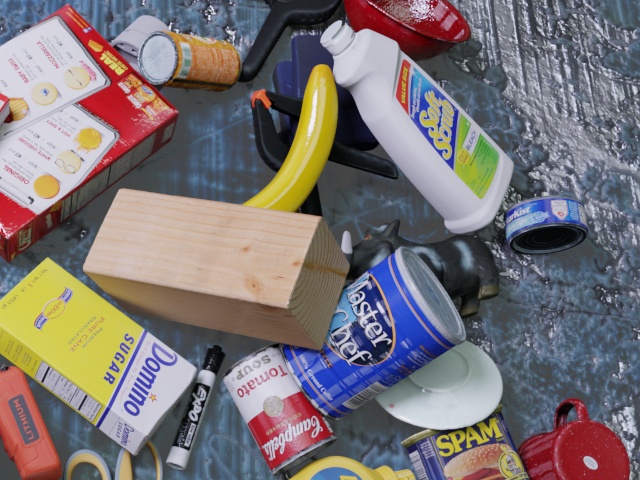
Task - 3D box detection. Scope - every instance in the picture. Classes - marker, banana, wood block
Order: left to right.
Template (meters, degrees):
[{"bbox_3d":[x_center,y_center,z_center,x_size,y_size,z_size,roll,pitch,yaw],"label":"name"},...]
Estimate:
[{"bbox_3d":[-0.114,0.152,0.984,0.020,0.020,0.121,21,62,-6],"label":"marker"},{"bbox_3d":[-0.092,0.023,0.952,0.206,0.090,0.090,8,63,25],"label":"wood block"},{"bbox_3d":[-0.028,-0.077,1.027,0.069,0.037,0.197,43,71,-28],"label":"banana"}]

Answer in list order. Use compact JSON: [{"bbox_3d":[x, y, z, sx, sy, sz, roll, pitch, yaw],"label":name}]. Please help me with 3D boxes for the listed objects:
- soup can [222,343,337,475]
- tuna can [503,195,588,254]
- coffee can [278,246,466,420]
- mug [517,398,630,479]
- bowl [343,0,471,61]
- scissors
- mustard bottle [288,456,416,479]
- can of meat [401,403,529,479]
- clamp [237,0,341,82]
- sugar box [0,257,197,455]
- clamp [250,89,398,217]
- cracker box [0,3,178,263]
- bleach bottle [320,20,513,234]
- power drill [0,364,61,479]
[{"bbox_3d":[-0.038,0.154,0.979,0.068,0.069,0.102,-23,74,-25],"label":"soup can"},{"bbox_3d":[0.238,-0.015,1.128,0.086,0.086,0.034,3,67,-15],"label":"tuna can"},{"bbox_3d":[0.047,0.085,0.978,0.140,0.102,0.103,-35,76,15],"label":"coffee can"},{"bbox_3d":[0.244,0.209,1.028,0.093,0.082,0.117,13,63,-11],"label":"mug"},{"bbox_3d":[0.085,-0.247,1.185,0.162,0.055,0.162,22,32,-15],"label":"bowl"},{"bbox_3d":[-0.184,0.263,0.915,0.096,0.016,0.201,11,64,-10],"label":"scissors"},{"bbox_3d":[0.001,0.247,0.952,0.191,0.058,0.096,-17,82,-24],"label":"mustard bottle"},{"bbox_3d":[0.140,0.212,1.011,0.102,0.058,0.084,-15,73,-22],"label":"can of meat"},{"bbox_3d":[-0.055,-0.278,1.190,0.209,0.036,0.164,-33,76,-26],"label":"clamp"},{"bbox_3d":[-0.205,0.102,0.954,0.176,0.048,0.093,34,44,3],"label":"sugar box"},{"bbox_3d":[-0.014,-0.076,1.078,0.171,0.039,0.120,39,75,-13],"label":"clamp"},{"bbox_3d":[-0.271,-0.106,1.028,0.164,0.072,0.213,44,63,8],"label":"cracker box"},{"bbox_3d":[0.091,-0.121,1.089,0.250,0.068,0.102,42,57,-24],"label":"bleach bottle"},{"bbox_3d":[-0.315,0.197,0.882,0.187,0.057,0.184,-19,73,-23],"label":"power drill"}]
